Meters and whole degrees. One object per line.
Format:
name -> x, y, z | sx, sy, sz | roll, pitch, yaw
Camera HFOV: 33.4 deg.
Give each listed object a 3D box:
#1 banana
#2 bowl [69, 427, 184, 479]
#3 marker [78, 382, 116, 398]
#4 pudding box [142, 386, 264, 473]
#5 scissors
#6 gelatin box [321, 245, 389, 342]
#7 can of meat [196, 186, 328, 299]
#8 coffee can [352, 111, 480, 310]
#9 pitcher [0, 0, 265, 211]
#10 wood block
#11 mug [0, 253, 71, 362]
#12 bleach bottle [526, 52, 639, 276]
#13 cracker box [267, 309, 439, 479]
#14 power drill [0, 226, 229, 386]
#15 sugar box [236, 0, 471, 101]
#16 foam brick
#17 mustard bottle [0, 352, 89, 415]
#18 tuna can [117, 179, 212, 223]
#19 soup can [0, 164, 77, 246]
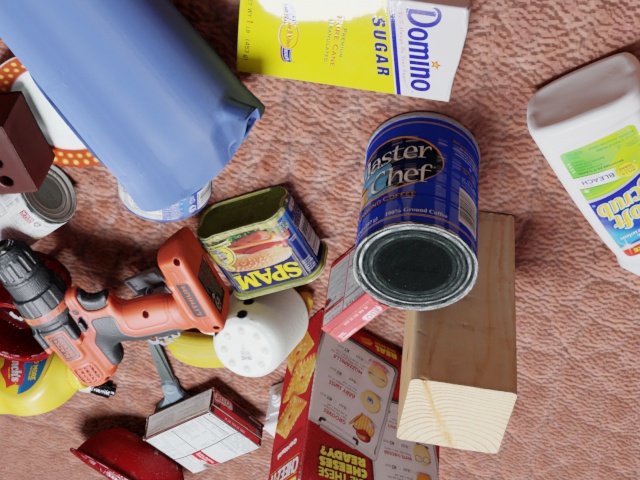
banana -> -0.087, 0.102, 1.140 | 0.198, 0.037, 0.069 | -14, 132, 22
bowl -> -0.222, 0.275, 1.298 | 0.162, 0.055, 0.162 | 28, 161, 11
marker -> -0.299, 0.163, 1.251 | 0.121, 0.020, 0.020 | 15, 136, -5
pudding box -> -0.137, 0.223, 1.249 | 0.114, 0.039, 0.090 | -28, 126, 28
scissors -> -0.155, 0.175, 1.242 | 0.096, 0.016, 0.202 | 9, 136, -2
gelatin box -> 0.038, 0.043, 1.023 | 0.030, 0.089, 0.073 | 31, 132, -21
can of meat -> -0.057, 0.001, 1.021 | 0.102, 0.057, 0.084 | -15, 129, 23
coffee can -> 0.084, -0.026, 0.908 | 0.103, 0.140, 0.103 | 5, 136, 4
pitcher -> -0.172, -0.147, 0.835 | 0.149, 0.145, 0.242 | -37, 114, 7
wood block -> 0.123, 0.074, 0.957 | 0.090, 0.206, 0.091 | 8, 136, 1
mug -> -0.302, 0.060, 1.102 | 0.093, 0.081, 0.117 | 29, 132, -19
bleach bottle -> 0.275, -0.042, 0.918 | 0.103, 0.068, 0.250 | -22, 130, 28
cracker box -> 0.039, 0.198, 1.091 | 0.164, 0.213, 0.072 | 29, 132, -19
power drill -> -0.195, 0.050, 1.011 | 0.188, 0.057, 0.184 | -17, 128, 17
sugar box -> 0.025, -0.167, 0.843 | 0.176, 0.048, 0.093 | 9, 136, 2
foam brick -> -0.279, -0.085, 0.942 | 0.053, 0.051, 0.078 | -5, 135, 15
mustard bottle -> -0.329, 0.150, 1.187 | 0.192, 0.096, 0.058 | -6, 133, 16
tuna can -> -0.139, -0.056, 0.954 | 0.086, 0.086, 0.034 | 7, 138, 2
soup can -> -0.291, -0.026, 1.023 | 0.102, 0.068, 0.068 | -29, 125, 32
